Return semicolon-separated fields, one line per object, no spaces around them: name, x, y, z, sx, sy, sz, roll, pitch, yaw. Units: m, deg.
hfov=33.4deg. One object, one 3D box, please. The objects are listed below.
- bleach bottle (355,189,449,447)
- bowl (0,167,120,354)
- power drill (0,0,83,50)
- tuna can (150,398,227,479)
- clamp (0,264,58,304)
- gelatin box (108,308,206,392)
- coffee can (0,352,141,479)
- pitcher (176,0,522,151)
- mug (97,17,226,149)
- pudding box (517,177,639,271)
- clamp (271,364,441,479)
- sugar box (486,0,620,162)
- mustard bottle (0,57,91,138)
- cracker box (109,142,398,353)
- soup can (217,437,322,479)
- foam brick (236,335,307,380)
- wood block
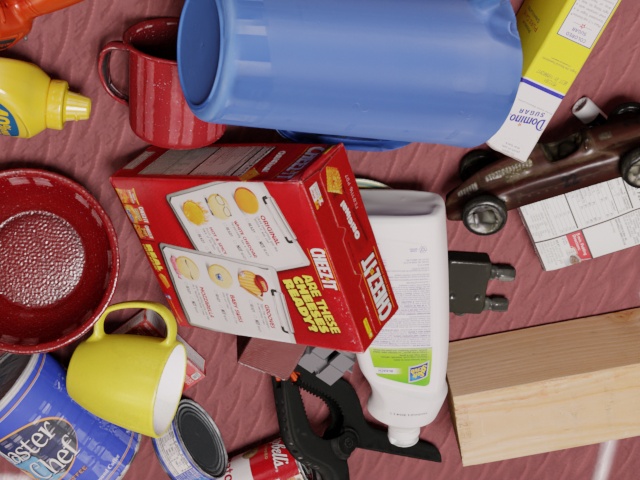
bleach bottle;0.066;0.079;0.974;0.102;0.068;0.251;2;117;10
bowl;-0.256;0.018;0.944;0.162;0.055;0.162;0;91;-5
power drill;-0.191;-0.192;0.792;0.188;0.184;0.057;-16;102;15
tuna can;-0.130;0.202;1.054;0.034;0.086;0.086;-31;116;15
clamp;-0.325;0.065;0.996;0.171;0.039;0.120;-37;118;9
gelatin box;-0.166;0.118;1.037;0.073;0.030;0.089;-35;114;15
coffee can;-0.257;0.177;1.023;0.103;0.103;0.140;-38;114;16
pitcher;0.017;-0.133;0.815;0.242;0.145;0.149;-1;105;-27
mug;-0.127;-0.130;0.876;0.117;0.093;0.081;11;123;7
pudding box;0.240;-0.028;0.966;0.114;0.039;0.090;-19;119;16
clamp;0.028;0.198;1.065;0.036;0.164;0.210;-16;108;56
sugar box;0.183;-0.161;0.869;0.048;0.093;0.176;23;114;-14
mustard bottle;-0.285;-0.119;0.871;0.191;0.058;0.096;6;160;-8
cracker box;-0.056;0.001;0.898;0.214;0.072;0.164;3;126;38
soup can;-0.057;0.245;1.091;0.102;0.068;0.068;-24;117;10
foam brick;-0.045;0.084;0.999;0.053;0.078;0.051;23;113;-15
wood block;0.228;0.142;1.038;0.206;0.091;0.090;-11;119;2
